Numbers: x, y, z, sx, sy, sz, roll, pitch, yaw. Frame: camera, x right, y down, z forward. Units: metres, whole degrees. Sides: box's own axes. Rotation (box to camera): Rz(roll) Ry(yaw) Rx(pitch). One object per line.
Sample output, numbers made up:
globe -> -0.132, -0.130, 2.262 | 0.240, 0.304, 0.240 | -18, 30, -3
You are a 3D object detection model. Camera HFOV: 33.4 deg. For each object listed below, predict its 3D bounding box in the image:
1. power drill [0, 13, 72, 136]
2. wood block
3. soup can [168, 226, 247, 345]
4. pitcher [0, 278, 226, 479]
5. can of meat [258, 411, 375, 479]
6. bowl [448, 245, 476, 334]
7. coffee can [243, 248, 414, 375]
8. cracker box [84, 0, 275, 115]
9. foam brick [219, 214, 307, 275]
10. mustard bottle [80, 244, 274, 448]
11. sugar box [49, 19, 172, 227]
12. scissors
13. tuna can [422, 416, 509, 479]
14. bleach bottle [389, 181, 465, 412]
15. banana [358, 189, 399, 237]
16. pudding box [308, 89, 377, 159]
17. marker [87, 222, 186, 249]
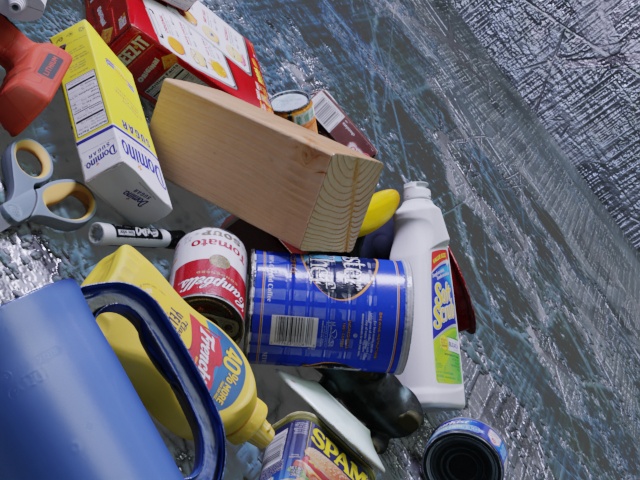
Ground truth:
power drill -> -0.294, -0.171, 0.850 | 0.187, 0.057, 0.184 | 44, 24, -22
wood block -> -0.058, -0.071, 0.988 | 0.206, 0.091, 0.090 | 27, 12, 31
soup can -> -0.096, 0.043, 0.909 | 0.068, 0.069, 0.102 | 42, 24, -25
pitcher -> -0.128, 0.147, 0.605 | 0.243, 0.149, 0.145 | 57, 11, 2
can of meat -> -0.005, 0.204, 0.867 | 0.102, 0.058, 0.084 | 46, 25, -18
bowl -> 0.133, 0.051, 1.315 | 0.162, 0.055, 0.162 | 158, -90, -85
coffee can -> 0.005, 0.063, 0.944 | 0.140, 0.103, 0.103 | 4, 35, -5
cracker box -> -0.153, -0.202, 1.156 | 0.213, 0.072, 0.164 | 32, 29, -40
foam brick -> -0.057, 0.001, 1.070 | 0.078, 0.051, 0.053 | 48, 22, -13
mustard bottle -> -0.106, 0.097, 0.821 | 0.191, 0.058, 0.096 | 45, 34, -21
sugar box -> -0.187, -0.104, 0.951 | 0.176, 0.048, 0.093 | 66, 8, 32
scissors -> -0.242, -0.035, 0.809 | 0.096, 0.016, 0.201 | 55, 22, 9
tuna can -> 0.148, 0.227, 1.093 | 0.086, 0.086, 0.033 | 53, 24, -1
bleach bottle -> 0.107, 0.058, 1.159 | 0.102, 0.068, 0.251 | 18, 66, -56
banana -> 0.016, -0.034, 1.101 | 0.197, 0.037, 0.069 | 10, 77, -42
pudding box -> 0.014, -0.142, 1.388 | 0.113, 0.039, 0.090 | 49, -12, -14
marker -> -0.155, -0.003, 0.925 | 0.120, 0.020, 0.020 | 6, 51, -61
